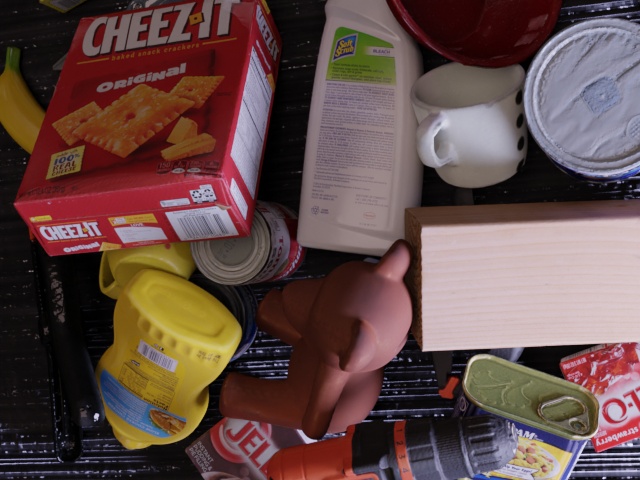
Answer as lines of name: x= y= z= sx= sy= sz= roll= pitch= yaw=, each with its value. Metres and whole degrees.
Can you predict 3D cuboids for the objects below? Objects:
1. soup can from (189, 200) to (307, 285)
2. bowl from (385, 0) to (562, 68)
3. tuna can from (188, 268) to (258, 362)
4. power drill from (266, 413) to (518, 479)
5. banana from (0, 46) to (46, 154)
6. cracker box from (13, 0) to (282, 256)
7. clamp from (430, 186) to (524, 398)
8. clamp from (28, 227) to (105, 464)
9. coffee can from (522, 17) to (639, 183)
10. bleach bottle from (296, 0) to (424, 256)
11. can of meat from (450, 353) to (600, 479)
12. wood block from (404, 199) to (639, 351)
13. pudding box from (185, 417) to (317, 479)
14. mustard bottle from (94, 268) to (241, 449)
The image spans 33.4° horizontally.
soup can: x=-0.056 y=0.001 z=0.852 sx=0.068 sy=0.102 sz=0.068 roll=0 pitch=90 yaw=15
bowl: x=0.103 y=-0.200 z=0.808 sx=0.161 sy=0.055 sz=0.162 roll=5 pitch=79 yaw=-24
tuna can: x=-0.097 y=0.064 z=0.899 sx=0.086 sy=0.033 sz=0.086 roll=0 pitch=90 yaw=15
power drill: x=0.072 y=0.211 z=0.798 sx=0.185 sy=0.057 sz=0.187 roll=-12 pitch=119 yaw=16
banana: x=-0.219 y=-0.093 z=0.929 sx=0.198 sy=0.037 sz=0.070 roll=35 pitch=101 yaw=12
cracker box: x=-0.127 y=-0.096 z=0.828 sx=0.164 sy=0.072 sz=0.213 roll=-6 pitch=50 yaw=15
clamp: x=0.142 y=0.046 z=0.832 sx=0.120 sy=0.039 sz=0.171 roll=16 pitch=96 yaw=15
clamp: x=-0.213 y=0.076 z=0.889 sx=0.036 sy=0.165 sz=0.210 roll=-6 pitch=77 yaw=-23
coffee can: x=0.201 y=-0.095 z=0.761 sx=0.103 sy=0.140 sz=0.103 roll=0 pitch=90 yaw=15
bleach bottle: x=0.044 y=-0.114 z=0.845 sx=0.103 sy=0.068 sz=0.251 roll=7 pitch=90 yaw=14
can of meat: x=0.146 y=0.144 z=0.801 sx=0.102 sy=0.057 sz=0.084 roll=18 pitch=126 yaw=6
wood block: x=0.168 y=0.021 z=0.763 sx=0.206 sy=0.090 sz=0.091 roll=-3 pitch=99 yaw=-2
pudding box: x=-0.043 y=0.189 z=0.882 sx=0.090 sy=0.039 sz=0.113 roll=-40 pitch=80 yaw=12
mustard bottle: x=-0.133 y=0.112 z=0.863 sx=0.096 sy=0.058 sz=0.192 roll=30 pitch=133 yaw=3
